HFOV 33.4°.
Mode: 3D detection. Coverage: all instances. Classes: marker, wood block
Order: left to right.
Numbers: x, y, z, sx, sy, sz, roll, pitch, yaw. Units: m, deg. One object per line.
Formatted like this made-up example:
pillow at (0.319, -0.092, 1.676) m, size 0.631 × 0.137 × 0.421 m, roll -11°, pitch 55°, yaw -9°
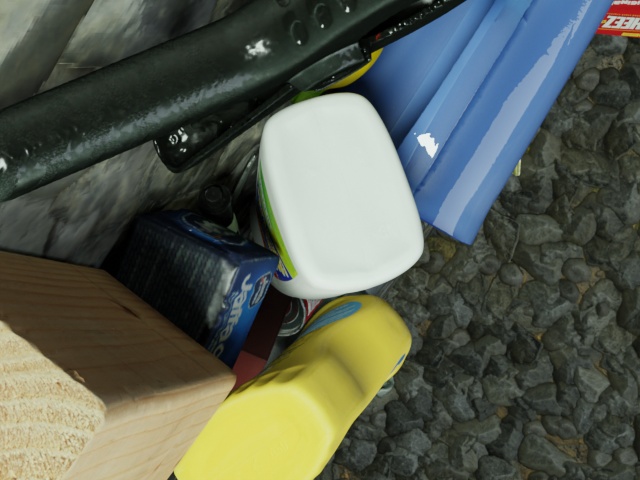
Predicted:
wood block at (-0.108, 0.064, 0.404) m, size 0.090 × 0.091 × 0.206 m, roll -53°, pitch 172°, yaw 0°
marker at (-0.054, 0.001, 0.615) m, size 0.020 × 0.020 × 0.121 m, roll -50°, pitch 163°, yaw -18°

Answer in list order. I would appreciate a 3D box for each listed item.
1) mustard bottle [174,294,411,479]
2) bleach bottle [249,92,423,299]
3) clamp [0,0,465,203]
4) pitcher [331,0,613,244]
mustard bottle at (0.001, 0.075, 0.586) m, size 0.096 × 0.058 × 0.191 m, roll -41°, pitch 179°, yaw 28°
bleach bottle at (-0.005, -0.003, 0.640) m, size 0.068 × 0.102 × 0.251 m, roll -16°, pitch 172°, yaw -10°
clamp at (-0.010, -0.067, 0.349) m, size 0.210 × 0.036 × 0.164 m, roll -26°, pitch -179°, yaw 24°
pitcher at (0.103, -0.127, 0.675) m, size 0.144 × 0.149 × 0.243 m, roll 24°, pitch 102°, yaw -43°
